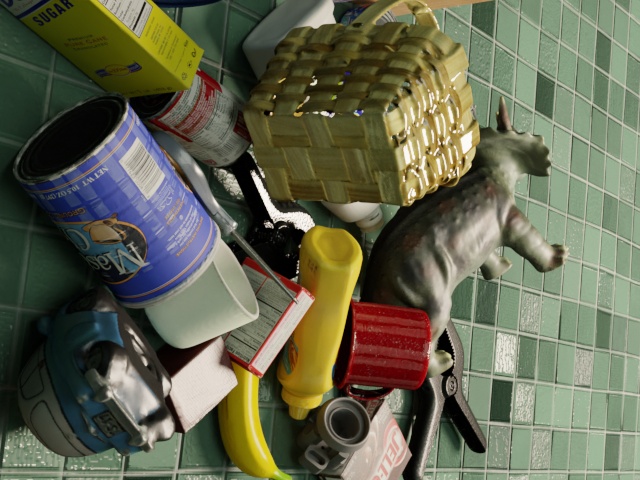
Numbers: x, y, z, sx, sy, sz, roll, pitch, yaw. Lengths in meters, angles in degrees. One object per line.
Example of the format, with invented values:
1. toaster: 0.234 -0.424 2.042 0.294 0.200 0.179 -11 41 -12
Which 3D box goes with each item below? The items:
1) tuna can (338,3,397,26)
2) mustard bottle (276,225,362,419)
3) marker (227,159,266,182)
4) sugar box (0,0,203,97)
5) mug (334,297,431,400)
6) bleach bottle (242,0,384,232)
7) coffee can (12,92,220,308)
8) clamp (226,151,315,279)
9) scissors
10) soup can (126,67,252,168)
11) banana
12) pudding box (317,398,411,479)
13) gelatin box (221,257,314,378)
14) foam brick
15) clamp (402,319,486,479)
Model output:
1. tuna can: 0.054 -0.213 1.164 0.085 0.034 0.086 1 89 -52
2. mustard bottle: -0.006 0.089 1.032 0.096 0.058 0.192 -103 -157 -65
3. marker: -0.064 -0.065 1.026 0.120 0.020 0.020 25 70 -49
4. sugar box: -0.181 -0.177 0.821 0.176 0.094 0.048 37 61 -44
5. mug: 0.058 0.115 1.065 0.093 0.081 0.117 -99 -161 -58
6. bleach bottle: 0.012 -0.117 1.089 0.102 0.068 0.250 -51 129 -33
7. coffee can: -0.157 -0.030 0.840 0.140 0.103 0.102 57 49 -34
8. clamp: -0.057 0.001 1.020 0.171 0.039 0.120 38 78 -46
9. scissors: -0.084 -0.024 0.893 0.202 0.096 0.016 44 75 2
10. soup can: -0.111 -0.113 0.928 0.102 0.069 0.068 32 65 -47
11. banana: -0.066 0.138 1.003 0.069 0.037 0.198 -4 92 -47
12. pudding box: 0.049 0.239 1.147 0.113 0.039 0.090 -52 128 -38
13. gelatin box: -0.060 0.069 0.964 0.089 0.073 0.030 -56 144 -10
14. foam brick: -0.120 0.122 0.926 0.078 0.053 0.051 -41 120 -43
15. clamp: 0.136 0.179 1.260 0.164 0.036 0.210 -19 103 -51
